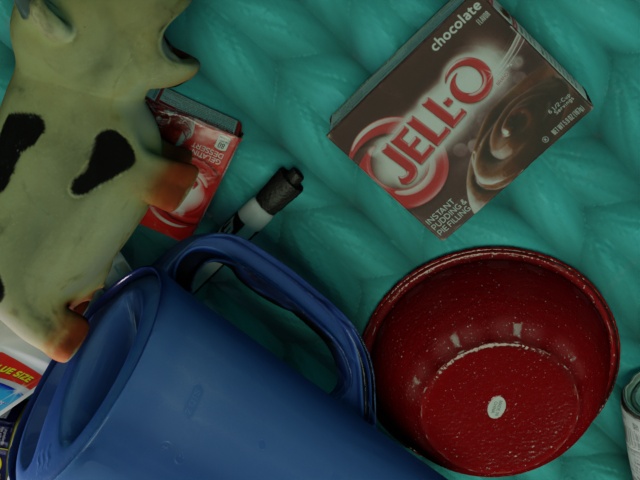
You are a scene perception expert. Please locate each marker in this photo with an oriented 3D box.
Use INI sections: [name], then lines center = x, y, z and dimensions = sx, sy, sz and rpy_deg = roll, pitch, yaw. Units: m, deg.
[marker]
center = -0.054, 0.001, 0.621
dimensions = 0.020, 0.020, 0.121
rpy_deg = 42, 110, -17

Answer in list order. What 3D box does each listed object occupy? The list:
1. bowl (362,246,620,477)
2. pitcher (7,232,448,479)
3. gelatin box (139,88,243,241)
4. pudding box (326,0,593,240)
[bowl]
center = 0.104, 0.087, 0.639
dimensions = 0.162, 0.055, 0.162
rpy_deg = 1, 115, 1
[pitcher]
center = -0.029, 0.119, 0.580
dimensions = 0.242, 0.145, 0.149
rpy_deg = 35, 118, -23
[gelatin box]
center = -0.097, -0.048, 0.593
dimensions = 0.089, 0.030, 0.073
rpy_deg = 25, 113, -10
[pudding box]
center = 0.073, -0.069, 0.574
dimensions = 0.090, 0.039, 0.114
rpy_deg = 40, 110, -16
